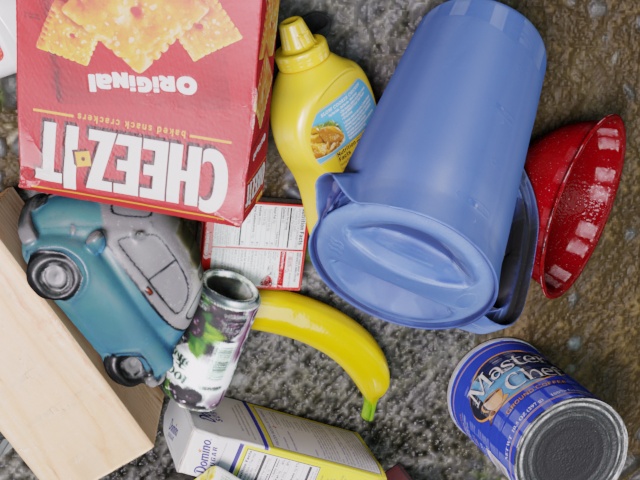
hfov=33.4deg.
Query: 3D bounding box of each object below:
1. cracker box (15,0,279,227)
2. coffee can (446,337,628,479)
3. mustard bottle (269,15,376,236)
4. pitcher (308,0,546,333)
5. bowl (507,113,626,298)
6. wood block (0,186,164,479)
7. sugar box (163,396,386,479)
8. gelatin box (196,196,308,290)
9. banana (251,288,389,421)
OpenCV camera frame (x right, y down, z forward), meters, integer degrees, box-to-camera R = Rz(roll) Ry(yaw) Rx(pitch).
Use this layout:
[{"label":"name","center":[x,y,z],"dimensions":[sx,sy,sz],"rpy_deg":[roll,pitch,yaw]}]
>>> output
[{"label":"cracker box","center":[-0.114,-0.127,0.704],"dimensions":[0.164,0.072,0.214],"rpy_deg":[10,116,7]},{"label":"coffee can","center":[0.183,0.156,0.923],"dimensions":[0.102,0.140,0.103],"rpy_deg":[-4,106,-15]},{"label":"mustard bottle","center":[0.008,-0.083,0.825],"dimensions":[0.096,0.058,0.191],"rpy_deg":[-43,126,-34]},{"label":"pitcher","center":[0.098,-0.058,0.789],"dimensions":[0.145,0.242,0.149],"rpy_deg":[12,144,16]},{"label":"bowl","center":[0.198,-0.035,0.894],"dimensions":[0.161,0.055,0.162],"rpy_deg":[-40,141,-42]},{"label":"wood block","center":[-0.214,0.076,0.794],"dimensions":[0.090,0.091,0.206],"rpy_deg":[-31,107,6]},{"label":"sugar box","center":[-0.040,0.176,0.889],"dimensions":[0.176,0.093,0.048],"rpy_deg":[16,100,-19]},{"label":"gelatin box","center":[-0.056,0.001,0.868],"dimensions":[0.089,0.030,0.073],"rpy_deg":[3,103,-17]},{"label":"banana","center":[-0.006,0.085,0.903],"dimensions":[0.197,0.037,0.069],"rpy_deg":[36,93,-22]}]
